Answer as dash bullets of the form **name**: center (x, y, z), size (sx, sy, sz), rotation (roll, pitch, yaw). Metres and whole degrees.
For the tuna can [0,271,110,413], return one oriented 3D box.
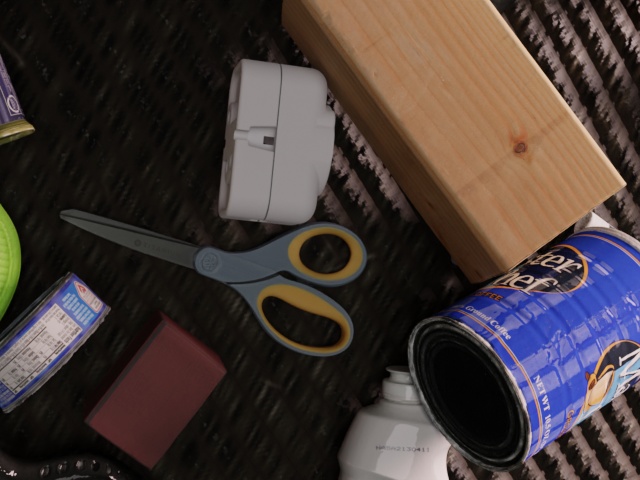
- **tuna can**: center (-0.166, 0.058, 0.627), size (0.086, 0.086, 0.033), rotation (-44, 101, -5)

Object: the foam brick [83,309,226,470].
- **foam brick**: center (-0.103, 0.090, 0.660), size (0.051, 0.053, 0.078), rotation (38, 88, -13)

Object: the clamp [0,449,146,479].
- **clamp**: center (-0.188, 0.170, 0.642), size (0.209, 0.036, 0.165), rotation (18, 115, -28)

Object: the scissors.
- **scissors**: center (-0.054, 0.001, 0.681), size (0.201, 0.016, 0.096), rotation (35, 86, -13)

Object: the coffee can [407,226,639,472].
- **coffee can**: center (0.140, 0.064, 0.662), size (0.140, 0.103, 0.103), rotation (-26, 100, -28)

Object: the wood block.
- **wood block**: center (0.073, -0.085, 0.637), size (0.090, 0.090, 0.206), rotation (-35, 87, -7)

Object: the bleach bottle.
- **bleach bottle**: center (0.056, 0.209, 0.700), size (0.102, 0.068, 0.251), rotation (4, 92, -14)
